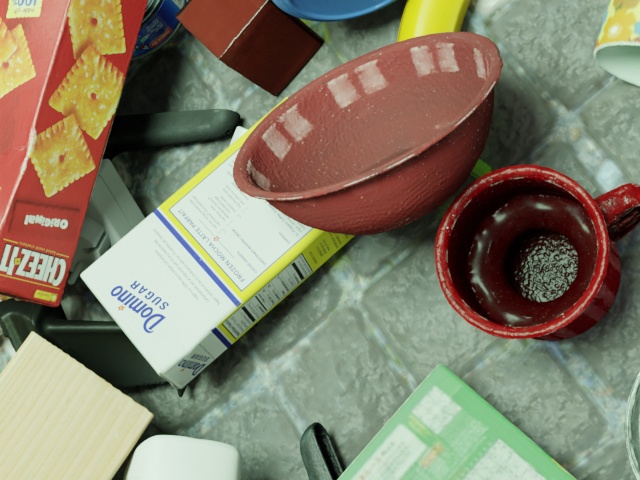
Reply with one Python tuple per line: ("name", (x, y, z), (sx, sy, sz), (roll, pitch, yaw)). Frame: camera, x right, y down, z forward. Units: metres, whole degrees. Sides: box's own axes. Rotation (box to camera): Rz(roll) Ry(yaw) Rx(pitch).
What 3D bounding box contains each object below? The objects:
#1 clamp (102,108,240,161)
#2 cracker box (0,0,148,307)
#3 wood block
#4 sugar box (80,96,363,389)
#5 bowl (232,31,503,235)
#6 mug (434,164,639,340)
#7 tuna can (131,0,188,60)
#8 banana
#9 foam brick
("clamp", (-0.164, -0.079, 0.771), (0.210, 0.036, 0.165), (-45, 65, 7))
("cracker box", (-0.216, -0.081, 0.698), (0.164, 0.072, 0.213), (13, 84, 36))
("wood block", (-0.199, 0.167, 0.644), (0.091, 0.090, 0.206), (36, 75, -7))
("sugar box", (-0.054, 0.001, 0.676), (0.176, 0.048, 0.093), (-42, 64, -3))
("bowl", (0.034, -0.052, 0.598), (0.162, 0.055, 0.162), (-22, 28, 12))
("mug", (0.130, 0.006, 0.591), (0.117, 0.081, 0.093), (-35, 67, 15))
("tuna can", (-0.138, -0.172, 0.747), (0.086, 0.033, 0.086), (-5, 73, 17))
("banana", (0.084, -0.135, 0.669), (0.069, 0.037, 0.198), (7, 84, 7))
("foam brick", (-0.046, -0.140, 0.705), (0.051, 0.078, 0.053), (-49, 62, 9))
